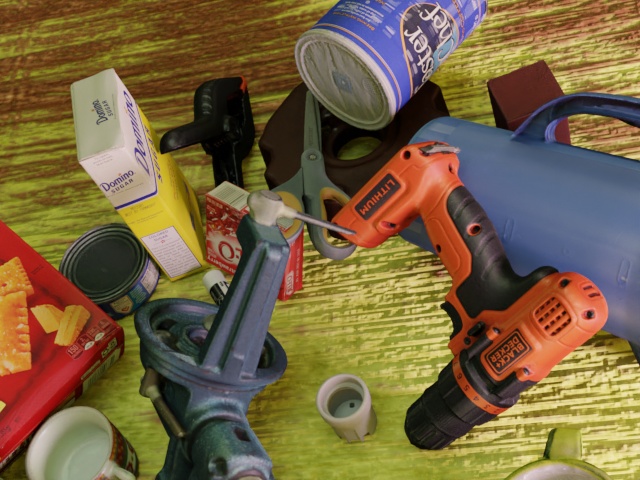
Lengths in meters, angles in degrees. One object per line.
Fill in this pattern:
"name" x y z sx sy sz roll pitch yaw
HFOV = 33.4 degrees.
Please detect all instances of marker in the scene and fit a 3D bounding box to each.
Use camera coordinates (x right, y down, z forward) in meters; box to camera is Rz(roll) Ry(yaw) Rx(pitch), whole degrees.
"marker" -0.066 0.071 0.890 0.020 0.020 0.121 -32 52 -6

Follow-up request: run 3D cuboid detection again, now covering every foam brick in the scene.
"foam brick" 0.176 -0.102 0.896 0.053 0.078 0.051 -20 54 4

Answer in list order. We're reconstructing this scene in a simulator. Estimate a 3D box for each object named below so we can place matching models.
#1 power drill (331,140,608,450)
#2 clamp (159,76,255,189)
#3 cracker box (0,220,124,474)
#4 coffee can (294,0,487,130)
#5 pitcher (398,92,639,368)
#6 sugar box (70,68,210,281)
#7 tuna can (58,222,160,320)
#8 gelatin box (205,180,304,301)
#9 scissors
"power drill" 0.089 0.037 0.769 0.185 0.057 0.188 -45 70 29
"clamp" -0.088 -0.084 0.973 0.039 0.120 0.171 -11 32 22
"cracker box" -0.292 0.069 0.870 0.214 0.072 0.164 40 63 9
"coffee can" 0.060 -0.177 0.906 0.103 0.103 0.140 27 64 32
"pitcher" 0.179 -0.024 0.803 0.243 0.145 0.149 22 68 33
"sugar box" -0.150 -0.052 0.905 0.048 0.176 0.093 -19 52 4
"tuna can" -0.187 0.028 0.951 0.086 0.033 0.086 -9 54 12
"gelatin box" -0.056 0.001 0.895 0.089 0.073 0.030 27 43 27
"scissors" -0.024 -0.058 0.884 0.096 0.016 0.202 -9 48 -13
